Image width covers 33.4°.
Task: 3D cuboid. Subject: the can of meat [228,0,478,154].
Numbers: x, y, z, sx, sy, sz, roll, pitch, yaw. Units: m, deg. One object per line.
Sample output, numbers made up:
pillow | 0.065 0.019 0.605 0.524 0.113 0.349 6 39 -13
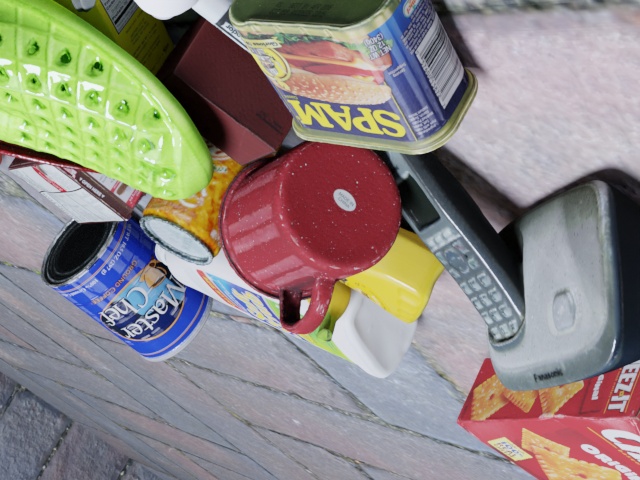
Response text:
can of meat | 0.015 -0.094 0.523 0.102 0.057 0.084 12 151 38

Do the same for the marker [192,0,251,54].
marker | -0.020 -0.101 0.604 0.121 0.020 0.020 37 159 -19

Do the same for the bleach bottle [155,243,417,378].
bleach bottle | -0.044 0.038 0.916 0.251 0.068 0.102 16 154 39

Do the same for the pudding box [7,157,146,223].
pudding box | -0.221 -0.055 0.965 0.090 0.039 0.114 40 160 -28

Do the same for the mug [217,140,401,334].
mug | -0.006 -0.003 0.630 0.093 0.117 0.082 13 165 -21

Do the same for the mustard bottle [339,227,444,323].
mustard bottle | -0.006 -0.011 0.745 0.191 0.058 0.096 28 173 5

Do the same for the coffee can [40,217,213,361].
coffee can | -0.190 0.041 1.058 0.103 0.102 0.140 5 149 49

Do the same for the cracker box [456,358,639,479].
cracker box | 0.228 0.149 0.793 0.164 0.072 0.214 35 159 -16

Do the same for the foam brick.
foam brick | -0.054 -0.090 0.630 0.078 0.053 0.051 38 159 -20
